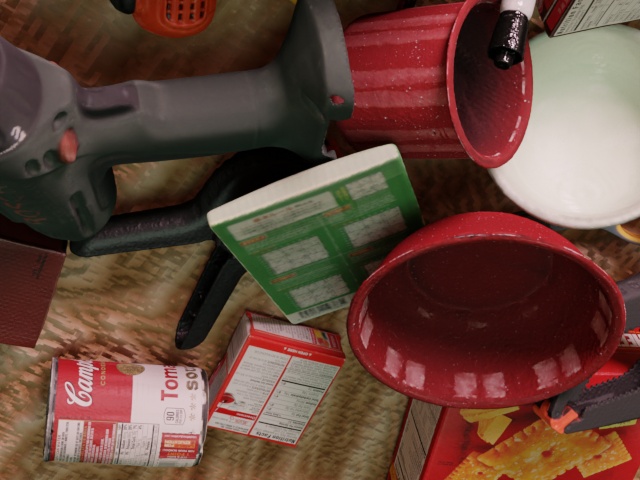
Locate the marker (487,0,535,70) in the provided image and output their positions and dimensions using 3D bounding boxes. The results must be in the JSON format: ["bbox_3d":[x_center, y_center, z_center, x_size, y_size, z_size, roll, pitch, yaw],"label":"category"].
[{"bbox_3d":[0.108,-0.143,0.555,0.020,0.121,0.020,15,163,5],"label":"marker"}]

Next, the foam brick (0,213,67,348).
[{"bbox_3d":[-0.187,0.017,0.644,0.053,0.051,0.078,15,121,-20],"label":"foam brick"}]

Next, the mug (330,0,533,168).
[{"bbox_3d":[0.060,-0.097,0.581,0.082,0.117,0.093,3,171,37],"label":"mug"}]

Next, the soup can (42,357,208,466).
[{"bbox_3d":[-0.130,0.115,0.711,0.102,0.068,0.069,5,123,-14],"label":"soup can"}]

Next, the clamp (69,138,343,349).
[{"bbox_3d":[-0.054,0.001,0.664,0.171,0.039,0.120,-25,135,6],"label":"clamp"}]

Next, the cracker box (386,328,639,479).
[{"bbox_3d":[0.145,0.155,0.783,0.164,0.072,0.214,3,124,-12],"label":"cracker box"}]

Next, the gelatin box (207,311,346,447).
[{"bbox_3d":[-0.035,0.097,0.738,0.073,0.030,0.089,16,120,-21],"label":"gelatin box"}]

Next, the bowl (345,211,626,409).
[{"bbox_3d":[0.096,0.034,0.639,0.162,0.055,0.162,2,137,2],"label":"bowl"}]
